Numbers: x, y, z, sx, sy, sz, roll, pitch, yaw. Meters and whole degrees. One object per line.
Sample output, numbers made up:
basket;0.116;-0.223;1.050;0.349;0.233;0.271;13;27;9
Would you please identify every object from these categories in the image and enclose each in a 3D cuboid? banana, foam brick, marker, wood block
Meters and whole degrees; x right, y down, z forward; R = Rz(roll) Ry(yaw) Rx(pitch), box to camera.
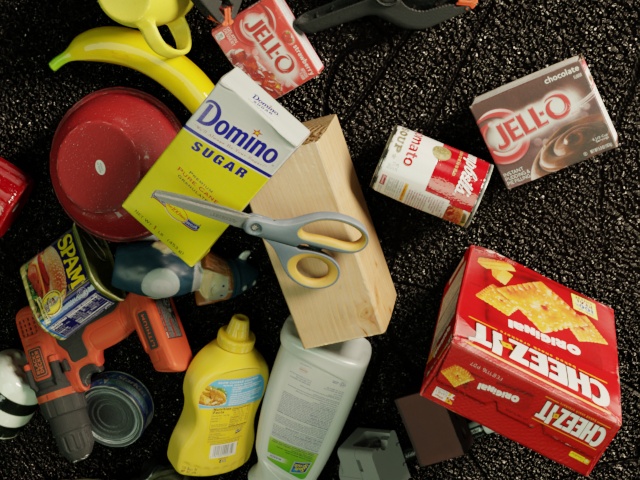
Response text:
banana;-0.167;-0.165;1.063;0.198;0.037;0.070;23;105;-1
foam brick;0.122;0.191;1.134;0.051;0.053;0.078;-22;90;22
marker;0.139;0.218;1.170;0.121;0.020;0.020;-25;105;22
wood block;-0.001;-0.009;1.066;0.091;0.090;0.206;-14;110;18

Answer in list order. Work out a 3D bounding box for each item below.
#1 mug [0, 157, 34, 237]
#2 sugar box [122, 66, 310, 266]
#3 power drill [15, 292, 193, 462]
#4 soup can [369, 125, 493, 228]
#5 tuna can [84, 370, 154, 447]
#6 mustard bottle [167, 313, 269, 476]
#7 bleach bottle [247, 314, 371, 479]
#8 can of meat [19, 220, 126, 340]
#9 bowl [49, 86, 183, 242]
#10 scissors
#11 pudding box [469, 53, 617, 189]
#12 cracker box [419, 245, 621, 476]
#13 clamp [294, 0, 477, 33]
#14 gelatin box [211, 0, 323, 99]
mug;-0.363;-0.048;1.143;0.081;0.093;0.117;31;147;-7
sugar box;-0.099;-0.065;0.991;0.093;0.048;0.176;41;123;-3
power drill;-0.238;0.136;1.178;0.188;0.057;0.184;-21;86;17
soup can;0.107;-0.062;1.029;0.102;0.068;0.069;23;116;3
tuna can;-0.240;0.197;1.242;0.086;0.033;0.086;5;114;11
mustard bottle;-0.106;0.166;1.170;0.096;0.058;0.192;-2;120;-33
bleach bottle;-0.030;0.205;1.182;0.102;0.068;0.251;23;118;2
can of meat;-0.265;0.043;1.136;0.084;0.102;0.057;-36;144;12
bowl;-0.214;-0.076;1.082;0.162;0.055;0.162;2;97;15
scissors;-0.056;0.001;0.991;0.201;0.016;0.096;5;127;-9
pudding box;0.209;-0.111;1.000;0.114;0.039;0.090;-22;106;21
cracker box;0.192;0.101;0.999;0.164;0.213;0.072;25;116;1
clamp;0.055;-0.228;0.982;0.171;0.039;0.120;17;139;-2
gelatin box;-0.051;-0.185;1.034;0.073;0.030;0.089;-26;105;22
